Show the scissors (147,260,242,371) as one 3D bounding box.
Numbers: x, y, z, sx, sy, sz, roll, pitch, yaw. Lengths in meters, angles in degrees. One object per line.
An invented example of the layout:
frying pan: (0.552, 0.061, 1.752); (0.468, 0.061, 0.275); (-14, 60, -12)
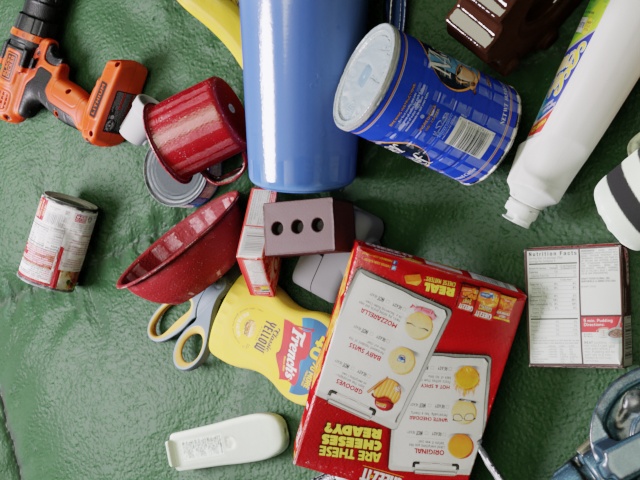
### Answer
scissors: (-0.106, 0.068, 1.155); (0.202, 0.016, 0.096); (-32, 64, 21)

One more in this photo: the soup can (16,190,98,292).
soup can: (-0.303, 0.001, 1.232); (0.069, 0.068, 0.102); (22, 98, 25)

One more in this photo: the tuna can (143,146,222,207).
tuna can: (-0.151, -0.079, 1.178); (0.086, 0.033, 0.086); (-1, 88, 26)

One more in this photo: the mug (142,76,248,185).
mug: (-0.117, -0.107, 1.099); (0.082, 0.093, 0.117); (-24, 119, 16)

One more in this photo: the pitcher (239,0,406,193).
pitcher: (-0.007, -0.174, 1.049); (0.149, 0.144, 0.243); (6, 105, 22)

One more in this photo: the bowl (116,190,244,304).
bowl: (-0.134, 0.018, 1.119); (0.162, 0.162, 0.055); (-32, 104, 22)

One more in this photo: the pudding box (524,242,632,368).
pudding box: (0.236, 0.060, 0.978); (0.090, 0.039, 0.113); (-3, 85, 27)

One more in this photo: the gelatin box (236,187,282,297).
gelatin box: (-0.057, 0.001, 1.083); (0.030, 0.073, 0.089); (3, 56, 11)

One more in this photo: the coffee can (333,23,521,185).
coffee can: (0.097, -0.123, 0.979); (0.103, 0.140, 0.103); (-49, 29, 39)

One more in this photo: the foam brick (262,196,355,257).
foam brick: (-0.011, -0.012, 1.034); (0.078, 0.051, 0.053); (-5, 86, 26)

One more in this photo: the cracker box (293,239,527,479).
cracker box: (0.080, 0.123, 1.005); (0.164, 0.072, 0.214); (16, 96, -2)

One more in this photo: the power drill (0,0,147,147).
power drill: (-0.291, -0.202, 1.241); (0.188, 0.057, 0.184); (27, 104, 27)

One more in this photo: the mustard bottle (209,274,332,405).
mustard bottle: (-0.019, 0.114, 1.092); (0.192, 0.058, 0.096); (27, 95, 24)

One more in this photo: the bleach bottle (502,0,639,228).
bleach bottle: (0.234, -0.125, 0.951); (0.068, 0.102, 0.251); (25, 101, -6)

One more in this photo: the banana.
banana: (-0.084, -0.191, 1.112); (0.069, 0.037, 0.198); (-25, 105, 5)
